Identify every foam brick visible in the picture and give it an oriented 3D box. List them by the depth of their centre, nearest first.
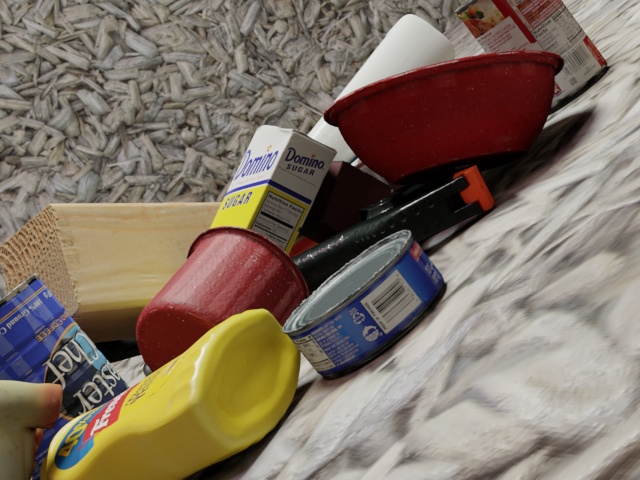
[{"bbox_3d":[0.008,-0.029,0.831,0.078,0.052,0.051,5,71,56],"label":"foam brick"}]

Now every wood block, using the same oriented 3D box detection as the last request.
[{"bbox_3d":[-0.145,0.026,0.883,0.205,0.090,0.091,-2,-23,-46],"label":"wood block"}]

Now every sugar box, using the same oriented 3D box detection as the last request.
[{"bbox_3d":[-0.056,0.001,0.798,0.176,0.048,0.093,-67,21,-1],"label":"sugar box"}]

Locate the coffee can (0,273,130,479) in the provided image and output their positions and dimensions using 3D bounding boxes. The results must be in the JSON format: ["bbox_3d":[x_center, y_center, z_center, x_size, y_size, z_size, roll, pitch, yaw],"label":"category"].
[{"bbox_3d":[-0.195,0.109,0.750,0.103,0.140,0.103,-38,7,5],"label":"coffee can"}]

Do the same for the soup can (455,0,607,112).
[{"bbox_3d":[0.158,-0.152,0.796,0.068,0.102,0.068,-38,7,5],"label":"soup can"}]

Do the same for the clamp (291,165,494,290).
[{"bbox_3d":[0.051,-0.013,0.712,0.172,0.039,0.120,-22,15,40],"label":"clamp"}]

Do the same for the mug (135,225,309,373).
[{"bbox_3d":[-0.074,0.054,0.695,0.117,0.093,0.081,-20,21,38],"label":"mug"}]

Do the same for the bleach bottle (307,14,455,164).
[{"bbox_3d":[0.018,-0.085,0.942,0.250,0.068,0.103,-49,-6,-19],"label":"bleach bottle"}]

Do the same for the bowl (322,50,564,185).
[{"bbox_3d":[0.086,-0.074,0.704,0.162,0.055,0.162,-12,-5,-1],"label":"bowl"}]

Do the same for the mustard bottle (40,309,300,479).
[{"bbox_3d":[-0.099,0.110,0.597,0.192,0.058,0.096,-34,12,35],"label":"mustard bottle"}]

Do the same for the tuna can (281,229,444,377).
[{"bbox_3d":[0.023,0.034,0.566,0.086,0.034,0.086,-38,7,5],"label":"tuna can"}]
